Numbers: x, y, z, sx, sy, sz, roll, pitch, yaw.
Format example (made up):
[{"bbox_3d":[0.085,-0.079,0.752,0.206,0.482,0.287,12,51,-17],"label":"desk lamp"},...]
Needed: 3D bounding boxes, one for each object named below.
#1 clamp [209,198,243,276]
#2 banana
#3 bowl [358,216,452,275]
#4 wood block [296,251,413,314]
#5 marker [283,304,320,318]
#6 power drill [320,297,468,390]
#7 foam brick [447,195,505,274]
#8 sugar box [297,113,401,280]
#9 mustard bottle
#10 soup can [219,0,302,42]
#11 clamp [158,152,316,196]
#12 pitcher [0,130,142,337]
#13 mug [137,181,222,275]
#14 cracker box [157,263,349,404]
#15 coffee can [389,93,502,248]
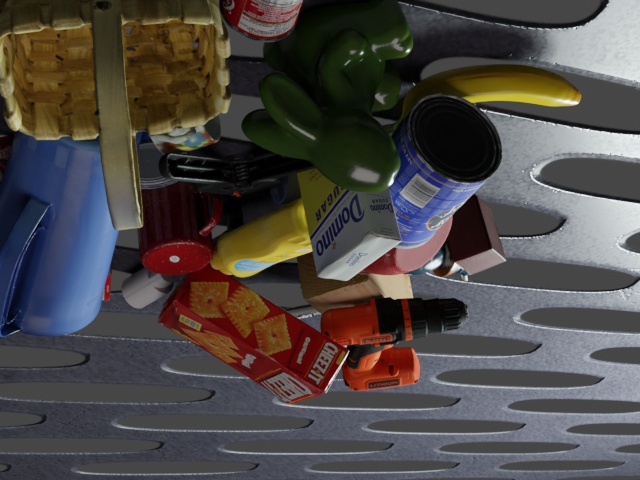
[{"bbox_3d":[-0.081,0.002,1.298,0.120,0.039,0.172,9,150,-23],"label":"clamp"},{"bbox_3d":[0.169,-0.152,1.088,0.198,0.037,0.069,-8,154,3],"label":"banana"},{"bbox_3d":[0.099,-0.018,1.211,0.161,0.055,0.162,-29,139,-29],"label":"bowl"},{"bbox_3d":[0.050,0.061,1.393,0.090,0.091,0.206,-18,152,16],"label":"wood block"},{"bbox_3d":[-0.031,0.102,1.520,0.121,0.020,0.020,-10,152,0],"label":"marker"},{"bbox_3d":[0.094,0.130,1.379,0.184,0.057,0.187,-5,150,0],"label":"power drill"},{"bbox_3d":[0.190,-0.006,1.328,0.051,0.078,0.053,-24,149,22],"label":"foam brick"},{"bbox_3d":[0.021,-0.059,1.067,0.048,0.176,0.093,11,146,-34],"label":"sugar box"},{"bbox_3d":[-0.058,0.001,1.183,0.096,0.058,0.192,-7,170,-46],"label":"mustard bottle"},{"bbox_3d":[-0.039,-0.219,0.864,0.068,0.068,0.102,0,150,-19],"label":"soup can"},{"bbox_3d":[-0.070,-0.070,1.081,0.164,0.036,0.210,-5,176,-2],"label":"clamp"},{"bbox_3d":[-0.255,-0.026,1.026,0.144,0.149,0.243,-2,135,-32],"label":"pitcher"},{"bbox_3d":[-0.154,-0.018,1.187,0.117,0.081,0.093,-26,148,28],"label":"mug"},{"bbox_3d":[-0.091,0.119,1.328,0.213,0.072,0.164,33,161,-7],"label":"cracker box"},{"bbox_3d":[0.105,-0.068,1.081,0.102,0.103,0.140,3,152,-23],"label":"coffee can"}]
